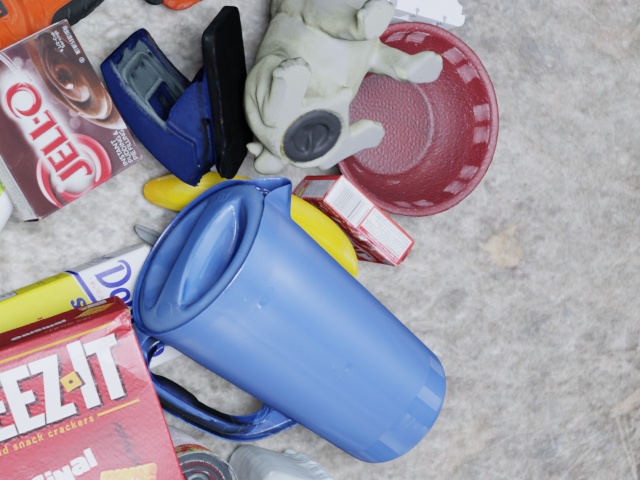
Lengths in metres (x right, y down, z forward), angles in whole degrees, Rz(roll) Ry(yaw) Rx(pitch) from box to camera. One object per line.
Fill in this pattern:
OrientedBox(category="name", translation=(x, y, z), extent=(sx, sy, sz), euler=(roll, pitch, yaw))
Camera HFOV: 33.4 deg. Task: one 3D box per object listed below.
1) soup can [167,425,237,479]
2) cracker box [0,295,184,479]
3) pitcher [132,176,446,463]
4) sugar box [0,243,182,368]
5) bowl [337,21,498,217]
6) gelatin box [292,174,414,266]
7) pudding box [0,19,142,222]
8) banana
OrientedBox(category="soup can", translation=(-0.111, 0.183, 0.815), extent=(0.068, 0.102, 0.068), euler=(-1, 93, -23))
OrientedBox(category="cracker box", translation=(-0.173, 0.165, 0.697), extent=(0.164, 0.072, 0.214), euler=(-19, 100, -16))
OrientedBox(category="pitcher", translation=(-0.022, 0.080, 0.816), extent=(0.242, 0.149, 0.145), euler=(40, 44, -31))
OrientedBox(category="sugar box", translation=(-0.197, 0.075, 0.805), extent=(0.176, 0.048, 0.093), euler=(-23, 101, -20))
OrientedBox(category="bowl", translation=(0.069, -0.101, 0.905), extent=(0.161, 0.055, 0.162), euler=(-1, 93, -23))
OrientedBox(category="gelatin box", translation=(0.026, -0.016, 0.881), extent=(0.089, 0.073, 0.030), euler=(42, 77, -20))
OrientedBox(category="pudding box", translation=(-0.190, -0.081, 0.736), extent=(0.089, 0.039, 0.113), euler=(-37, 106, -31))
OrientedBox(category="banana", translation=(-0.042, -0.011, 0.849), extent=(0.197, 0.037, 0.070), euler=(31, 112, -13))
